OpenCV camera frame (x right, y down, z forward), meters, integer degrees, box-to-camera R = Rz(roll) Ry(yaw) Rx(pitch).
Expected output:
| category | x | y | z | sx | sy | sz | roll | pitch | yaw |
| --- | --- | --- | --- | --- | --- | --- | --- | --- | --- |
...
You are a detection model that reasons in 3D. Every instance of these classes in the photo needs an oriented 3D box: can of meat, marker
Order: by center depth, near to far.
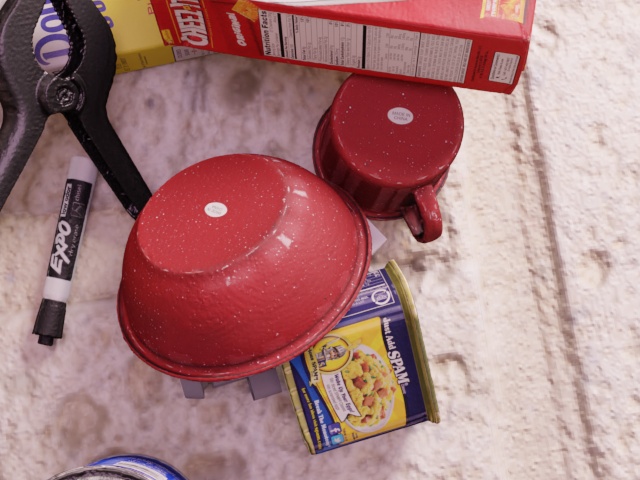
| category | x | y | z | sx | sy | sz | roll | pitch | yaw |
| --- | --- | --- | --- | --- | --- | --- | --- | --- | --- |
| can of meat | 0.019 | 0.073 | 0.643 | 0.084 | 0.057 | 0.102 | -17 | 115 | -4 |
| marker | -0.161 | 0.007 | 0.676 | 0.020 | 0.020 | 0.121 | 11 | 80 | -2 |

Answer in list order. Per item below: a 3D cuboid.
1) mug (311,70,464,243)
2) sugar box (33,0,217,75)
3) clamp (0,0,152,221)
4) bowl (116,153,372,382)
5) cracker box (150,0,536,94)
| category | x | y | z | sx | sy | sz | roll | pitch | yaw |
| --- | --- | --- | --- | --- | --- | --- | --- | --- | --- |
| mug | 0.047 | -0.054 | 0.666 | 0.093 | 0.081 | 0.117 | -19 | 83 | -6 |
| sugar box | -0.122 | -0.160 | 0.691 | 0.176 | 0.048 | 0.093 | -13 | 82 | -7 |
| clamp | -0.151 | -0.081 | 0.645 | 0.120 | 0.039 | 0.171 | 2 | 98 | -41 |
| bowl | -0.054 | 0.001 | 0.621 | 0.162 | 0.055 | 0.162 | -11 | 46 | 12 |
| cracker box | 0.023 | -0.182 | 0.628 | 0.214 | 0.072 | 0.164 | 9 | 68 | 6 |
